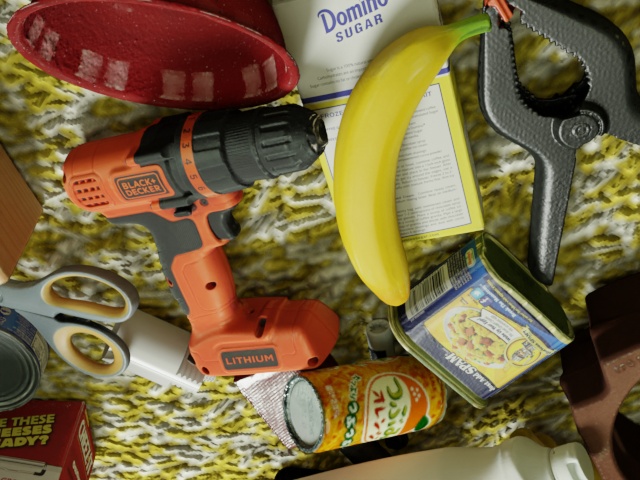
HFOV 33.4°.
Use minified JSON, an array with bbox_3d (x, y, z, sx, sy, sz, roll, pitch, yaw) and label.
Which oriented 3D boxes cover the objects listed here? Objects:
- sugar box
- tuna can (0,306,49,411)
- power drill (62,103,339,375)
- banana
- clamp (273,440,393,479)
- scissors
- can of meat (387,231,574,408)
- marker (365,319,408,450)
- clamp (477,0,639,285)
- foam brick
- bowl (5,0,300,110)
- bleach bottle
[{"bbox_3d":[0.039,-0.081,0.653,0.093,0.048,0.176,-10,120,12],"label":"sugar box"},{"bbox_3d":[-0.246,0.085,0.792,0.086,0.033,0.086,2,124,2],"label":"tuna can"},{"bbox_3d":[-0.055,0.001,0.691,0.185,0.057,0.187,-7,124,29],"label":"power drill"},{"bbox_3d":[0.041,-0.044,0.626,0.069,0.037,0.198,14,123,-1],"label":"banana"},{"bbox_3d":[0.050,0.200,0.845,0.171,0.039,0.120,32,144,-21],"label":"clamp"},{"bbox_3d":[-0.212,0.052,0.748,0.202,0.016,0.096,-1,118,22],"label":"scissors"},{"bbox_3d":[0.111,0.054,0.734,0.102,0.057,0.084,40,115,-22],"label":"can of meat"},{"bbox_3d":[0.051,0.111,0.798,0.020,0.020,0.121,-6,124,7],"label":"marker"},{"bbox_3d":[0.169,-0.077,0.651,0.165,0.036,0.210,-23,119,19],"label":"clamp"},{"bbox_3d":[-0.019,0.103,0.778,0.051,0.053,0.078,-25,118,19],"label":"foam brick"},{"bbox_3d":[-0.089,-0.125,0.597,0.162,0.055,0.162,7,168,1],"label":"bowl"},{"bbox_3d":[0.067,0.188,0.759,0.251,0.068,0.102,-24,126,25],"label":"bleach bottle"}]
